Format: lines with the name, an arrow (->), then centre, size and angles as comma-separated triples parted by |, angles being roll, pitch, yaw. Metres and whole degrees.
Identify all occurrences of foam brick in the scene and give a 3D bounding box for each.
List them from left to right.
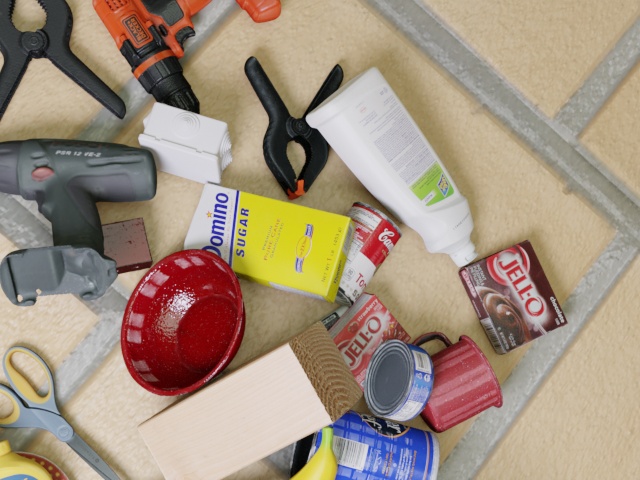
foam brick -> -0.228, 0.010, 1.169 | 0.078, 0.053, 0.051 | -11, 84, -13

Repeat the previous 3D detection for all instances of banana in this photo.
banana -> -0.057, 0.263, 1.102 | 0.198, 0.037, 0.070 | -29, 71, 11

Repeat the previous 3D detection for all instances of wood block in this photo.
wood block -> -0.073, 0.176, 1.101 | 0.206, 0.090, 0.091 | -31, 88, 25

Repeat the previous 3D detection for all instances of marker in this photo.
marker -> -0.017, 0.112, 1.216 | 0.121, 0.020, 0.020 | -31, 89, -15

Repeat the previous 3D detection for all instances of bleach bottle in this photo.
bleach bottle -> 0.096, -0.072, 1.235 | 0.102, 0.068, 0.251 | -42, 101, -28

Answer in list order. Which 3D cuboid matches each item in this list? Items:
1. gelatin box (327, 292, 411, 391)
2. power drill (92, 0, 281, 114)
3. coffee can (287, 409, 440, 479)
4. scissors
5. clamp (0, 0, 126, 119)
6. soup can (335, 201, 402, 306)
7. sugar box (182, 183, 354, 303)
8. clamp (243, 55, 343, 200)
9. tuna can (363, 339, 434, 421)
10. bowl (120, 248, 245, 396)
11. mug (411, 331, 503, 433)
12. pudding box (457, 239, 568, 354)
gelatin box -> 0.049, 0.115, 1.213 | 0.089, 0.030, 0.073 | -46, 111, -15
power drill -> -0.141, -0.246, 1.225 | 0.187, 0.057, 0.184 | -33, 89, -15
coffee can -> 0.046, 0.241, 1.166 | 0.140, 0.103, 0.103 | 17, 78, -9
scissors -> -0.294, 0.209, 1.137 | 0.096, 0.016, 0.202 | -30, 84, -11
clamp -> -0.308, -0.214, 1.195 | 0.164, 0.036, 0.210 | -5, 82, -12
soup can -> 0.037, 0.016, 1.217 | 0.068, 0.068, 0.102 | 37, 76, -5
sugar box -> -0.058, 0.002, 1.176 | 0.176, 0.048, 0.093 | 14, 77, 14
clamp -> -0.020, -0.135, 1.245 | 0.120, 0.039, 0.171 | -8, 86, -14
tuna can -> 0.086, 0.154, 1.169 | 0.033, 0.086, 0.086 | 19, 77, -30
bowl -> -0.137, 0.093, 1.150 | 0.162, 0.055, 0.162 | -13, 65, 28
mug -> 0.142, 0.156, 1.213 | 0.081, 0.093, 0.117 | -26, 63, -10
pudding box -> 0.227, 0.067, 1.265 | 0.090, 0.039, 0.113 | -23, 87, -15
